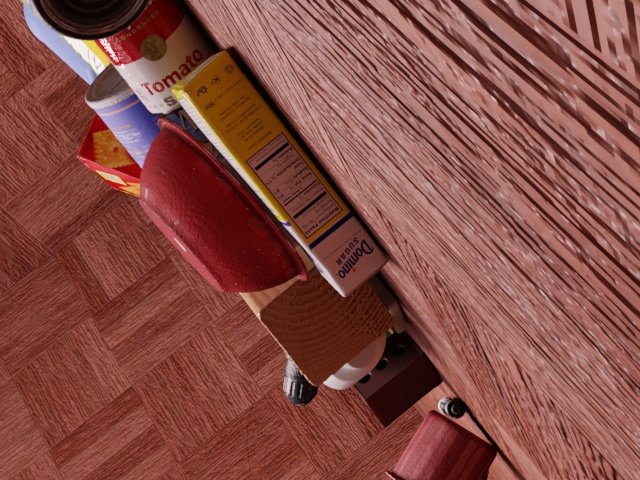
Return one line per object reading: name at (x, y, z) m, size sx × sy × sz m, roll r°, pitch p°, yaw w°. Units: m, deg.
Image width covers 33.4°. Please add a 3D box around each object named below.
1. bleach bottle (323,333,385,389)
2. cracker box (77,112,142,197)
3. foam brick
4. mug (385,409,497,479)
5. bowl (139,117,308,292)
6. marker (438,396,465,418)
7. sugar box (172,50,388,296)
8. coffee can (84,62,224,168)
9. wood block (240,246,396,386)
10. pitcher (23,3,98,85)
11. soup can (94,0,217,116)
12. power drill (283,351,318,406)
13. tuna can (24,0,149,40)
bleach bottle at (0.026, 0.090, 1.040) m, size 0.068 × 0.102 × 0.251 m, roll 36°, pitch 176°, yaw -4°
cracker box at (-0.146, -0.066, 1.204) m, size 0.214 × 0.072 × 0.164 m, roll 22°, pitch 173°, yaw 8°
foam brick at (0.074, 0.140, 1.090) m, size 0.051 × 0.078 × 0.053 m, roll 52°, pitch 178°, yaw -38°
mug at (0.134, 0.232, 1.094) m, size 0.117 × 0.081 × 0.093 m, roll 36°, pitch 174°, yaw -36°
bowl at (-0.083, -0.013, 0.786) m, size 0.162 × 0.055 × 0.162 m, roll 46°, pitch 171°, yaw 9°
marker at (0.135, 0.172, 1.097) m, size 0.020 × 0.020 × 0.121 m, roll 52°, pitch 177°, yaw 7°
sugar box at (-0.029, -0.047, 0.730) m, size 0.176 × 0.048 × 0.093 m, roll 49°, pitch 178°, yaw -13°
coffee can at (-0.115, -0.096, 0.903) m, size 0.140 × 0.103 × 0.103 m, roll 54°, pitch 177°, yaw -28°
wood block at (-0.028, 0.031, 0.946) m, size 0.090 × 0.090 × 0.206 m, roll 54°, pitch 175°, yaw -27°
pitcher at (-0.302, -0.275, 1.452) m, size 0.149 × 0.145 × 0.243 m, roll 26°, pitch -167°, yaw -42°
soup can at (-0.125, -0.149, 0.769) m, size 0.102 × 0.068 × 0.069 m, roll 53°, pitch 177°, yaw -32°
power drill at (-0.020, 0.084, 1.266) m, size 0.057 × 0.184 × 0.188 m, roll 8°, pitch -170°, yaw -11°
tuna can at (-0.149, -0.171, 0.676) m, size 0.034 × 0.086 × 0.086 m, roll 48°, pitch 175°, yaw 46°
